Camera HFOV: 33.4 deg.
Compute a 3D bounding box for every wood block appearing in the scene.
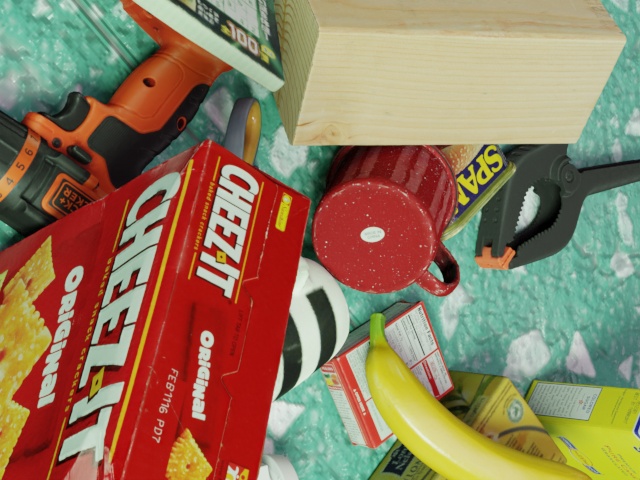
[{"bbox_3d":[0.077,-0.124,0.697,0.205,0.091,0.090,-2,47,-18],"label":"wood block"}]

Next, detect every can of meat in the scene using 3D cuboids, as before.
[{"bbox_3d":[0.083,-0.059,0.776,0.102,0.058,0.084,-44,111,-30],"label":"can of meat"}]

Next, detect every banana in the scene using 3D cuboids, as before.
[{"bbox_3d":[0.099,0.131,0.719,0.198,0.037,0.069,39,66,-4],"label":"banana"}]

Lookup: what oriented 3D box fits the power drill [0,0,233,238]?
[{"bbox_3d":[-0.135,-0.087,0.616,0.184,0.057,0.187,40,69,-30],"label":"power drill"}]

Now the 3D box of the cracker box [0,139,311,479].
[{"bbox_3d":[-0.111,0.064,0.510,0.072,0.214,0.164,30,55,-32],"label":"cracker box"}]

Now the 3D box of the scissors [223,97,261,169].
[{"bbox_3d":[-0.054,0.001,0.633,0.096,0.016,0.201,83,12,-51],"label":"scissors"}]

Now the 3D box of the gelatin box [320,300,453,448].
[{"bbox_3d":[0.048,0.094,0.764,0.089,0.030,0.073,-31,106,-33],"label":"gelatin box"}]

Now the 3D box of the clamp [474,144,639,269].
[{"bbox_3d":[0.198,-0.050,0.873,0.164,0.036,0.210,44,67,-28],"label":"clamp"}]

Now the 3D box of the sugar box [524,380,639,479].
[{"bbox_3d":[0.248,0.154,0.820,0.093,0.177,0.048,45,64,-27],"label":"sugar box"}]

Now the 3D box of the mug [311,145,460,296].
[{"bbox_3d":[0.049,-0.008,0.705,0.117,0.093,0.081,48,26,-11],"label":"mug"}]
